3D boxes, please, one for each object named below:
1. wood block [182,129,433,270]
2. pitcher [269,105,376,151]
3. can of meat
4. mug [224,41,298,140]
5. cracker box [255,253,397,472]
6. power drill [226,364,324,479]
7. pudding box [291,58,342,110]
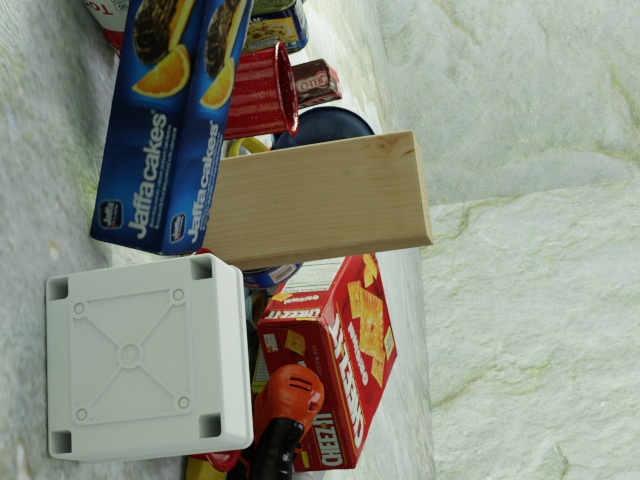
[{"bbox_3d":[-0.013,-0.030,0.927,0.090,0.206,0.091,32,51,-78],"label":"wood block"},{"bbox_3d":[0.042,-0.054,1.277,0.242,0.145,0.149,37,46,-69],"label":"pitcher"},{"bbox_3d":[-0.066,-0.230,1.093,0.084,0.102,0.057,68,17,-62],"label":"can of meat"},{"bbox_3d":[-0.071,-0.151,1.056,0.117,0.081,0.093,-87,166,-46],"label":"mug"},{"bbox_3d":[0.014,0.103,1.072,0.213,0.072,0.164,-60,140,-62],"label":"cracker box"},{"bbox_3d":[-0.052,0.213,0.842,0.185,0.057,0.187,115,-14,-50],"label":"power drill"},{"bbox_3d":[-0.038,-0.163,1.167,0.090,0.113,0.039,4,75,-80],"label":"pudding box"}]
